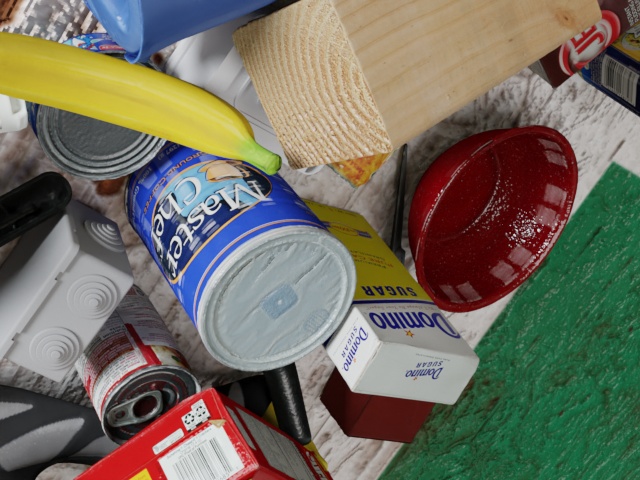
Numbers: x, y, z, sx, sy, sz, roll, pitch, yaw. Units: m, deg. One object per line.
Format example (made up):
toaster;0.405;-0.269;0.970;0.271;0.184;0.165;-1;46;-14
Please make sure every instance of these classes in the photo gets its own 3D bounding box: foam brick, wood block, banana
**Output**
foam brick;0.049;0.135;0.907;0.078;0.053;0.051;15;113;-38
wood block;0.063;-0.128;0.632;0.205;0.091;0.090;-34;106;-35
banana;-0.116;-0.082;0.582;0.197;0.070;0.037;15;97;-22

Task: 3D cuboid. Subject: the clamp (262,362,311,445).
clamp;-0.033;0.079;0.803;0.171;0.039;0.120;36;65;-40

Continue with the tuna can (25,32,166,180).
tuna can;-0.134;-0.081;0.646;0.086;0.034;0.086;-16;130;-21

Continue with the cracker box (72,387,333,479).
cracker box;-0.087;0.193;0.736;0.164;0.072;0.213;-35;152;2

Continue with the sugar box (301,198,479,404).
sugar box;0.026;0.036;0.733;0.093;0.176;0.048;13;115;-38

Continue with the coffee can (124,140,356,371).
coffee can;-0.054;0.001;0.682;0.102;0.140;0.103;-17;130;-21

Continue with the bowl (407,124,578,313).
bowl;0.122;-0.026;0.825;0.161;0.055;0.162;-21;131;-27

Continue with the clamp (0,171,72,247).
clamp;-0.256;0.026;0.600;0.210;0.036;0.164;-35;171;17

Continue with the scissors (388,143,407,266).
scissors;0.049;0.032;0.830;0.096;0.016;0.202;-51;147;-41

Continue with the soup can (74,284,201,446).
soup can;-0.130;0.081;0.721;0.068;0.102;0.068;-17;130;-21
